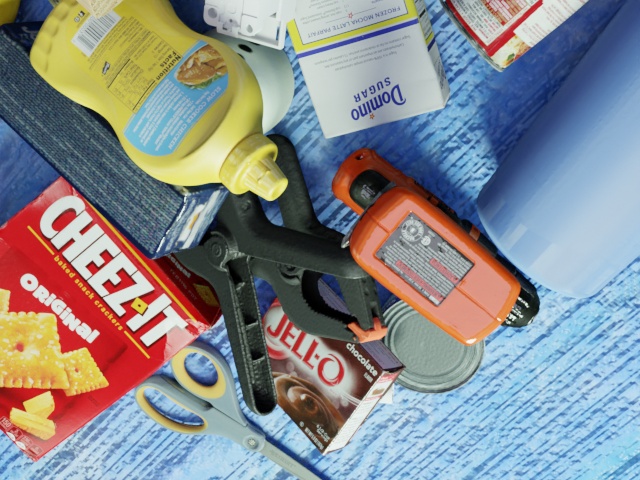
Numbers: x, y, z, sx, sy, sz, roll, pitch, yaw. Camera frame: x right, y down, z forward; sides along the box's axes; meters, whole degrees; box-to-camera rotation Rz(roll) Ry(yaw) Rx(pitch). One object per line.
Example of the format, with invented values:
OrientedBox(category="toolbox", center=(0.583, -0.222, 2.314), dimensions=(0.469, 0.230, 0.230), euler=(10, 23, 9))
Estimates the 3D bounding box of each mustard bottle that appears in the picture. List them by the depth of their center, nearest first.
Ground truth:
OrientedBox(category="mustard bottle", center=(-0.094, -0.092, 0.689), dimensions=(0.192, 0.058, 0.096), euler=(42, 92, 17))

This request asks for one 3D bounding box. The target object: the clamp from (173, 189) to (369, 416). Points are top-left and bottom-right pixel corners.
OrientedBox(category="clamp", center=(-0.055, 0.001, 0.770), dimensions=(0.165, 0.036, 0.210), euler=(-49, 66, 37))

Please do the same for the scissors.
OrientedBox(category="scissors", center=(-0.057, 0.149, 0.895), dimensions=(0.202, 0.016, 0.096), euler=(21, 114, 2))

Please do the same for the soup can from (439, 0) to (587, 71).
OrientedBox(category="soup can", center=(0.138, -0.170, 0.704), dimensions=(0.102, 0.068, 0.068), euler=(-40, 100, 21))

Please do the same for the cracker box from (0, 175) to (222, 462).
OrientedBox(category="cracker box", center=(-0.205, 0.056, 0.855), dimensions=(0.214, 0.072, 0.164), euler=(-37, 100, 21))

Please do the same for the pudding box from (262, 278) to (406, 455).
OrientedBox(category="pudding box", center=(-0.001, 0.093, 0.826), dimensions=(0.114, 0.039, 0.090), euler=(44, 116, 24))

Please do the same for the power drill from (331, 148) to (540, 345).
OrientedBox(category="power drill", center=(0.084, 0.012, 0.724), dimensions=(0.184, 0.187, 0.057), euler=(37, 98, -3))

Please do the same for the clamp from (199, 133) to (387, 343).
OrientedBox(category="clamp", center=(-0.022, 0.019, 0.796), dimensions=(0.120, 0.039, 0.171), euler=(-49, 65, 32))

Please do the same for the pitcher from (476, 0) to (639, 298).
OrientedBox(category="pitcher", center=(0.224, -0.075, 0.703), dimensions=(0.149, 0.144, 0.243), euler=(41, 117, 6))

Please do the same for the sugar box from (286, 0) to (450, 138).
OrientedBox(category="sugar box", center=(0.021, -0.167, 0.739), dimensions=(0.093, 0.048, 0.176), euler=(-12, 112, 20))

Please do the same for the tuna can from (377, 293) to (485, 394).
OrientedBox(category="tuna can", center=(0.085, 0.074, 0.830), dimensions=(0.086, 0.033, 0.086), euler=(4, 112, 9))
